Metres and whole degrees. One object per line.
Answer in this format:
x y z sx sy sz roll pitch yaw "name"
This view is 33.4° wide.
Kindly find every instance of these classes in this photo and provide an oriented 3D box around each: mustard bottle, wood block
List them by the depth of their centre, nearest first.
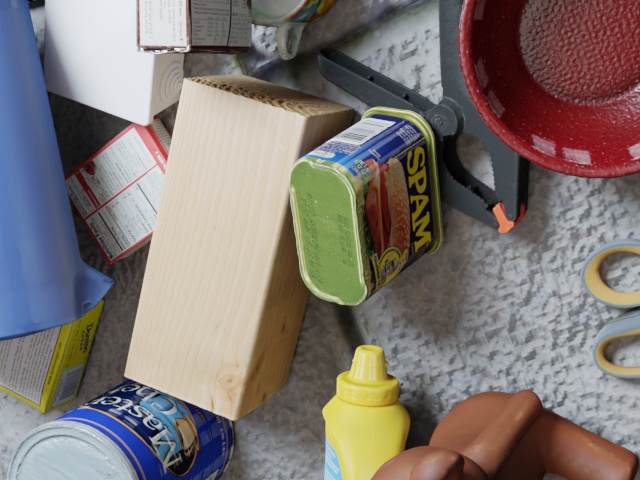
0.027 0.164 0.711 0.058 0.096 0.192 2 100 -4 "mustard bottle"
-0.054 0.001 0.717 0.091 0.090 0.206 18 106 18 "wood block"

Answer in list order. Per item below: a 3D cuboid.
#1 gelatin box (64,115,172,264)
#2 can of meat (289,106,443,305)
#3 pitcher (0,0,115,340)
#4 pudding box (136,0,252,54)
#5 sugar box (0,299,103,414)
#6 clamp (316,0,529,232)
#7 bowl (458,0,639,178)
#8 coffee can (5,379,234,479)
-0.136 -0.036 0.775 0.089 0.030 0.073 -33 88 23 "gelatin box"
0.028 -0.021 0.665 0.058 0.083 0.102 14 125 36 "can of meat"
-0.246 -0.051 0.712 0.145 0.148 0.243 -6 93 38 "pitcher"
-0.074 -0.168 0.637 0.039 0.090 0.113 3 100 21 "pudding box"
-0.262 0.054 0.832 0.176 0.048 0.093 25 106 18 "sugar box"
0.085 -0.088 0.670 0.171 0.039 0.120 50 130 2 "clamp"
0.161 -0.120 0.619 0.162 0.055 0.162 2 105 7 "bowl"
-0.136 0.155 0.749 0.103 0.140 0.103 4 101 21 "coffee can"
